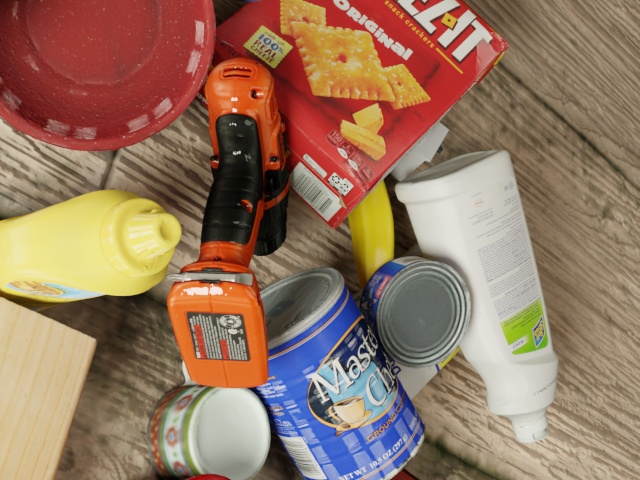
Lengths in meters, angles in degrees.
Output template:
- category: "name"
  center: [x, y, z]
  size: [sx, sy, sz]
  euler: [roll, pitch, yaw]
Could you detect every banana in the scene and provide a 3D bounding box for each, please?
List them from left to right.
- category: "banana"
  center: [0.021, -0.050, 0.876]
  size: [0.069, 0.037, 0.198]
  euler: [-24, 88, -35]

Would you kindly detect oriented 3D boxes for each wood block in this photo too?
- category: "wood block"
  center: [-0.210, 0.138, 0.591]
  size: [0.090, 0.091, 0.206]
  euler: [31, 62, -37]

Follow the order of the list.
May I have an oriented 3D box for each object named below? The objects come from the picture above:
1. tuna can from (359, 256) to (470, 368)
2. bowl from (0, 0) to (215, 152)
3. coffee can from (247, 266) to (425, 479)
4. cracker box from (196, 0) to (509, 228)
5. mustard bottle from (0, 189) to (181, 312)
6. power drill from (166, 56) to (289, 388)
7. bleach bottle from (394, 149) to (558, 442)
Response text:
- category: "tuna can"
  center: [0.074, 0.056, 0.842]
  size: [0.086, 0.034, 0.086]
  euler: [-4, 100, -26]
- category: "bowl"
  center: [-0.149, -0.142, 0.693]
  size: [0.162, 0.055, 0.162]
  euler: [-2, 107, -6]
- category: "coffee can"
  center: [0.002, 0.105, 0.793]
  size: [0.102, 0.103, 0.140]
  euler: [-45, 113, -39]
- category: "cracker box"
  center: [0.025, -0.139, 0.832]
  size: [0.164, 0.072, 0.213]
  euler: [44, 58, 1]
- category: "mustard bottle"
  center: [-0.143, 0.008, 0.608]
  size: [0.096, 0.192, 0.058]
  euler: [6, 78, -43]
- category: "power drill"
  center: [-0.055, 0.001, 0.715]
  size: [0.184, 0.057, 0.187]
  euler: [83, 8, -51]
- category: "bleach bottle"
  center: [0.144, 0.056, 0.904]
  size: [0.102, 0.068, 0.251]
  euler: [-24, 103, -34]
